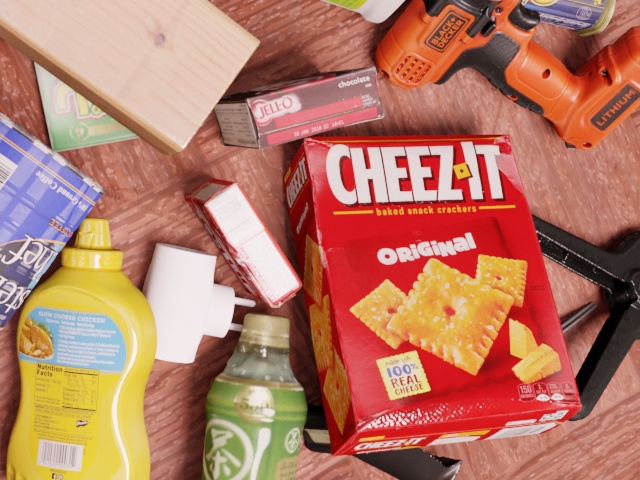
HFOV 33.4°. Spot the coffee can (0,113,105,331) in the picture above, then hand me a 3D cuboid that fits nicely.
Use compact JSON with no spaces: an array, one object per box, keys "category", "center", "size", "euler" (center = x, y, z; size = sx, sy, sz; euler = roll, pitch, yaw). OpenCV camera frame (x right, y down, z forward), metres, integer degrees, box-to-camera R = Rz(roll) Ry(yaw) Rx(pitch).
[{"category":"coffee can","center":[-0.220,-0.005,0.679],"size":[0.102,0.103,0.140],"euler":[37,84,-17]}]

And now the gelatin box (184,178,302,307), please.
[{"category":"gelatin box","center":[-0.055,0.001,0.747],"size":[0.030,0.073,0.089],"euler":[-35,105,-11]}]

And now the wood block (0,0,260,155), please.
[{"category":"wood block","center":[-0.153,-0.151,0.680],"size":[0.206,0.090,0.091],"euler":[36,84,-15]}]

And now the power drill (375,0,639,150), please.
[{"category":"power drill","center":[0.159,-0.154,0.764],"size":[0.187,0.185,0.057],"euler":[24,44,-20]}]

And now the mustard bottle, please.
[{"category":"mustard bottle","center":[-0.159,0.080,0.721],"size":[0.096,0.058,0.191],"euler":[5,93,18]}]

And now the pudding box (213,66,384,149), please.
[{"category":"pudding box","center":[-0.018,-0.090,0.729],"size":[0.090,0.114,0.039],"euler":[-15,99,-16]}]

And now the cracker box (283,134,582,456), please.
[{"category":"cracker box","center":[0.074,0.032,0.744],"size":[0.164,0.072,0.214],"euler":[-2,66,-18]}]
